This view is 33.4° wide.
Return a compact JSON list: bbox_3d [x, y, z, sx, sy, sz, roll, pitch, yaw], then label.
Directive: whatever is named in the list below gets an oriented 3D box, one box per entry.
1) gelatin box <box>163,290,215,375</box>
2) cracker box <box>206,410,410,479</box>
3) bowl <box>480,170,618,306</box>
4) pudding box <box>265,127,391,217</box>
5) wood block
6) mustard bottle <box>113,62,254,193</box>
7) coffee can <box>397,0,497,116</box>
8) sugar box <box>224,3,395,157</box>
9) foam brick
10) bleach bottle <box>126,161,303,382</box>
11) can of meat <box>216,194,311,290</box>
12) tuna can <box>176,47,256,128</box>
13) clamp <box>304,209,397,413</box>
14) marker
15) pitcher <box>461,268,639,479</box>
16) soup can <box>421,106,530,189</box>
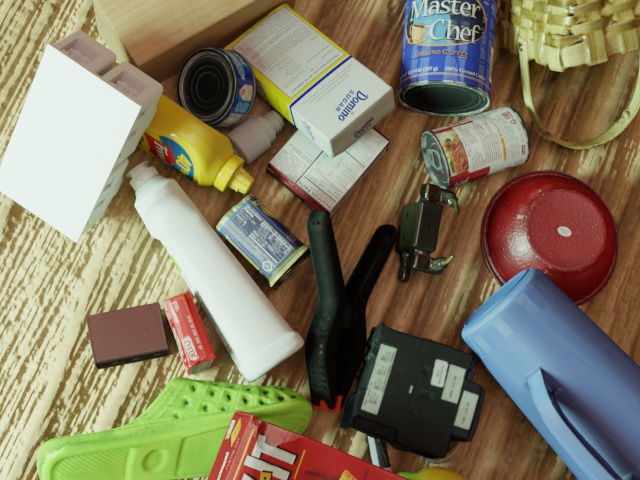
[{"bbox_3d":[-0.134,0.095,1.082,0.030,0.089,0.073,-20,81,-11],"label":"gelatin box"},{"bbox_3d":[-0.007,0.274,0.992,0.213,0.072,0.164,25,75,-15],"label":"cracker box"},{"bbox_3d":[0.261,-0.006,1.173,0.162,0.055,0.162,1,78,-7],"label":"bowl"},{"bbox_3d":[0.009,-0.092,1.168,0.090,0.039,0.113,40,78,3],"label":"pudding box"},{"bbox_3d":[-0.133,-0.259,1.158,0.206,0.091,0.090,-32,84,-12],"label":"wood block"},{"bbox_3d":[-0.153,-0.109,1.120,0.191,0.096,0.058,33,70,0],"label":"mustard bottle"},{"bbox_3d":[0.141,-0.220,1.179,0.102,0.103,0.140,7,77,-6],"label":"coffee can"},{"bbox_3d":[-0.013,-0.174,1.150,0.093,0.048,0.176,-40,66,-12],"label":"sugar box"},{"bbox_3d":[-0.197,0.098,1.092,0.078,0.053,0.051,-11,80,-9],"label":"foam brick"},{"bbox_3d":[-0.117,0.025,1.092,0.068,0.103,0.251,-35,85,-13],"label":"bleach bottle"},{"bbox_3d":[-0.057,0.001,1.106,0.084,0.102,0.057,44,88,6],"label":"can of meat"},{"bbox_3d":[-0.113,-0.163,1.144,0.086,0.033,0.086,1,92,34],"label":"tuna can"},{"bbox_3d":[0.017,0.070,1.095,0.036,0.164,0.210,9,83,32],"label":"clamp"},{"bbox_3d":[0.056,0.194,1.122,0.020,0.020,0.121,-9,79,-9],"label":"marker"},{"bbox_3d":[0.258,0.151,1.089,0.145,0.149,0.243,-42,87,-15],"label":"pitcher"},{"bbox_3d":[0.171,-0.102,1.176,0.102,0.068,0.068,-19,81,-12],"label":"soup can"}]
